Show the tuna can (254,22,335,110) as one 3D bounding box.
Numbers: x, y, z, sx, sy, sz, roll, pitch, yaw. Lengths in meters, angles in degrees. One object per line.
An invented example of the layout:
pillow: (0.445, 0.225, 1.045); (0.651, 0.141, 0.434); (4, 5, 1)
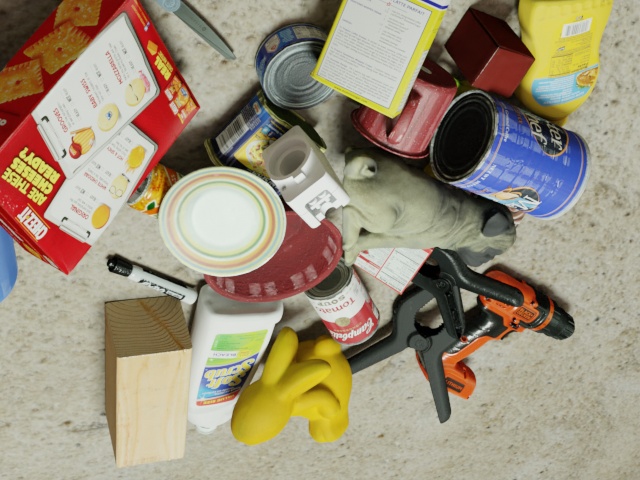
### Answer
tuna can: (-0.021, -0.174, 1.077); (0.086, 0.034, 0.086); (-11, 135, -11)

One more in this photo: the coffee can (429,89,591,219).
coffee can: (0.203, -0.090, 1.138); (0.140, 0.103, 0.103); (18, 124, -31)

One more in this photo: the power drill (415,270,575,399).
power drill: (0.237, 0.134, 1.458); (0.184, 0.057, 0.188); (29, 114, -35)

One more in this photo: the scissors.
scissors: (-0.161, -0.221, 0.993); (0.096, 0.016, 0.201); (-25, 136, 6)

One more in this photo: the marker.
marker: (-0.195, 0.046, 1.234); (0.121, 0.020, 0.020); (27, 119, -37)

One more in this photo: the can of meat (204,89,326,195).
can of meat: (-0.056, -0.099, 1.121); (0.084, 0.057, 0.102); (-43, 133, 18)

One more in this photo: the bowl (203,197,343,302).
bowl: (-0.058, 0.001, 1.209); (0.162, 0.055, 0.162); (-10, 143, -8)

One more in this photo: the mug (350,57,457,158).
mug: (0.087, -0.139, 1.099); (0.093, 0.117, 0.082); (26, 119, -2)

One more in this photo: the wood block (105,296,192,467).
wood block: (-0.212, 0.174, 1.301); (0.090, 0.091, 0.206); (-6, 133, -17)

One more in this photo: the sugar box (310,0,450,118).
sugar box: (0.067, -0.215, 1.006); (0.093, 0.048, 0.176); (27, 107, 7)

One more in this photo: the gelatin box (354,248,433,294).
gelatin box: (0.088, 0.012, 1.268); (0.073, 0.030, 0.089); (32, 134, 1)

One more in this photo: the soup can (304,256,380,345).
soup can: (0.025, 0.073, 1.310); (0.068, 0.068, 0.102); (-26, 135, 5)

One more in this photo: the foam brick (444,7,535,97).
foam brick: (0.174, -0.193, 1.101); (0.052, 0.078, 0.051); (13, 125, -31)

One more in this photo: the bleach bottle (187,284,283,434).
bleach bottle: (-0.120, 0.157, 1.341); (0.102, 0.068, 0.251); (-2, 135, -19)

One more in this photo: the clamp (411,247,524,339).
clamp: (0.164, 0.044, 1.300); (0.120, 0.039, 0.171); (-28, 115, 32)

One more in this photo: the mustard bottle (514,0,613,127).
mustard bottle: (0.255, -0.190, 1.148); (0.096, 0.058, 0.192); (-17, 136, -14)

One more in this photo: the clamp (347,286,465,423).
clamp: (0.137, 0.136, 1.396); (0.164, 0.036, 0.210); (29, 111, -4)

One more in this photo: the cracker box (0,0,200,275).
cracker box: (-0.220, -0.102, 0.960); (0.213, 0.072, 0.164); (-55, 148, -18)
